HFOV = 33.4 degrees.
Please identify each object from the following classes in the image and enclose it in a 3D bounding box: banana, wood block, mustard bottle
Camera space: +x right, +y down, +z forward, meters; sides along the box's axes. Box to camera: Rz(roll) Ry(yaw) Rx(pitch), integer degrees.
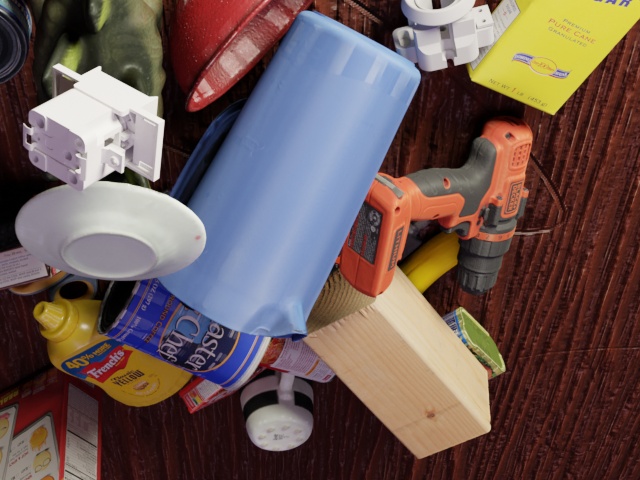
[{"bbox_3d":[0.113,0.032,1.089,0.069,0.037,0.198,1,142,-37],"label":"banana"},{"bbox_3d":[0.078,0.115,1.068,0.091,0.090,0.206,-27,121,24],"label":"wood block"},{"bbox_3d":[-0.218,0.107,1.079,0.096,0.058,0.191,-26,142,19],"label":"mustard bottle"}]

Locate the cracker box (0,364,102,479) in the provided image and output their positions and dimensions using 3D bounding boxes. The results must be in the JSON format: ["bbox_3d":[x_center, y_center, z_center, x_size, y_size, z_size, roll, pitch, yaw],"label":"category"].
[{"bbox_3d":[-0.310,0.254,1.124,0.164,0.214,0.072,-28,135,20],"label":"cracker box"}]

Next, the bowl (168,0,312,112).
[{"bbox_3d":[-0.060,-0.169,0.779,0.055,0.161,0.162,44,124,-1],"label":"bowl"}]

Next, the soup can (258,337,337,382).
[{"bbox_3d":[-0.030,0.106,1.120,0.102,0.068,0.069,18,131,-28],"label":"soup can"}]

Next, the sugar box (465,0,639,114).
[{"bbox_3d":[0.203,-0.188,0.853,0.093,0.048,0.176,17,133,-26],"label":"sugar box"}]

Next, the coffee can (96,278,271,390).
[{"bbox_3d":[-0.127,0.070,1.020,0.140,0.103,0.103,27,128,-21],"label":"coffee can"}]

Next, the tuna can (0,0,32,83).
[{"bbox_3d":[-0.264,-0.159,0.812,0.086,0.034,0.086,-5,138,-5],"label":"tuna can"}]

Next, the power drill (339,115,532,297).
[{"bbox_3d":[0.105,-0.012,0.953,0.187,0.057,0.184,-19,128,-36],"label":"power drill"}]

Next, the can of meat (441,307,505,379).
[{"bbox_3d":[0.145,0.128,1.184,0.084,0.057,0.102,-30,134,19],"label":"can of meat"}]

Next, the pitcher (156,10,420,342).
[{"bbox_3d":[-0.030,-0.055,0.843,0.149,0.145,0.243,27,99,-5],"label":"pitcher"}]

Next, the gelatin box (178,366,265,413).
[{"bbox_3d":[-0.098,0.146,1.147,0.073,0.030,0.089,-39,169,27],"label":"gelatin box"}]

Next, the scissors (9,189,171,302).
[{"bbox_3d":[-0.208,0.016,1.027,0.202,0.016,0.096,-22,138,15],"label":"scissors"}]

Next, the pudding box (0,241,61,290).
[{"bbox_3d":[-0.280,0.021,0.962,0.113,0.090,0.039,-16,100,11],"label":"pudding box"}]
